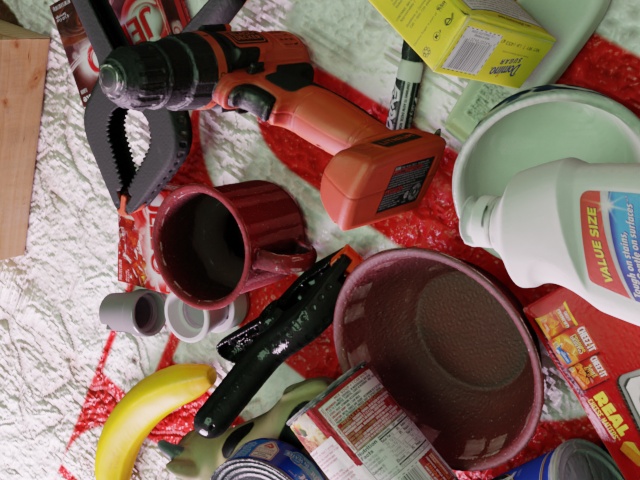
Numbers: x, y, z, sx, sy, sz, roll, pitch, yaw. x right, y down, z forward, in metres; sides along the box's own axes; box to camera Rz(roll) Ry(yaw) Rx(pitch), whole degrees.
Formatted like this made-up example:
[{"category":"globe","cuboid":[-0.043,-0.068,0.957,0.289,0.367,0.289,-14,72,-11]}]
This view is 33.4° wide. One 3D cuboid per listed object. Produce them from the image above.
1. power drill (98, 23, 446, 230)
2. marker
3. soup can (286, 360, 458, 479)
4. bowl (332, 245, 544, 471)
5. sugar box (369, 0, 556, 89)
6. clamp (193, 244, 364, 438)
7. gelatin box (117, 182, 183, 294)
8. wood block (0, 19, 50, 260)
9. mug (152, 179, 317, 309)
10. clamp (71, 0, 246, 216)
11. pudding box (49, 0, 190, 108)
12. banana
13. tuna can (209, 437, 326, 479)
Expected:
[{"category":"power drill","cuboid":[-0.026,-0.081,0.694,0.188,0.184,0.057,38,123,25]},{"category":"marker","cuboid":[0.057,-0.093,0.740,0.020,0.020,0.121,21,110,29]},{"category":"soup can","cuboid":[0.035,0.140,0.711,0.102,0.068,0.069,50,122,9]},{"category":"bowl","cuboid":[0.088,0.071,0.720,0.162,0.055,0.162,18,120,33]},{"category":"sugar box","cuboid":[0.057,-0.168,0.661,0.176,0.093,0.048,51,121,31]},{"category":"clamp","cuboid":[-0.032,0.072,0.782,0.039,0.120,0.172,36,122,-18]},{"category":"gelatin box","cuboid":[-0.132,-0.004,0.877,0.073,0.030,0.089,11,106,31]},{"category":"wood block","cuboid":[-0.314,-0.089,0.946,0.091,0.090,0.206,23,112,29]},{"category":"mug","cuboid":[-0.055,0.001,0.795,0.117,0.081,0.093,14,107,32]},{"category":"clamp","cuboid":[-0.145,-0.123,0.815,0.165,0.036,0.210,24,116,20]},{"category":"pudding box","cuboid":[-0.156,-0.167,0.855,0.114,0.039,0.090,-18,90,35]},{"category":"banana","cuboid":[-0.152,0.164,0.922,0.070,0.037,0.198,35,118,11]},{"category":"tuna can","cuboid":[-0.036,0.184,0.756,0.086,0.033,0.086,11,115,24]}]
